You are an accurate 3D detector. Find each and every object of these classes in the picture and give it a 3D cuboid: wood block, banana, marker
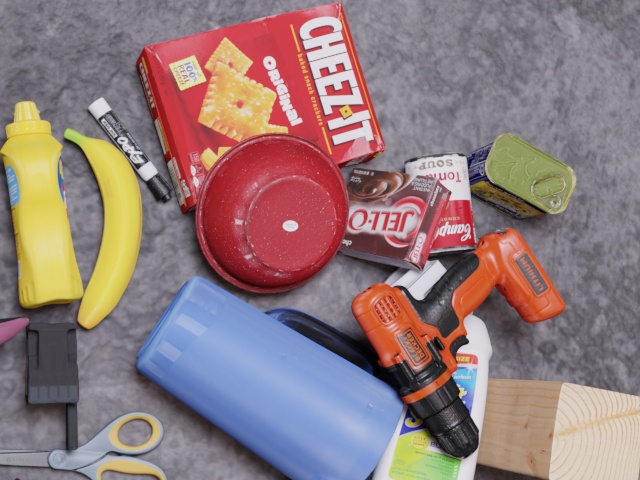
[{"bbox_3d":[0.222,0.188,1.057,0.090,0.206,0.090,12,81,-14],"label":"wood block"},{"bbox_3d":[-0.209,-0.014,1.047,0.069,0.037,0.198,-6,84,1],"label":"banana"},{"bbox_3d":[-0.188,-0.089,1.067,0.020,0.020,0.121,-38,95,-16],"label":"marker"}]

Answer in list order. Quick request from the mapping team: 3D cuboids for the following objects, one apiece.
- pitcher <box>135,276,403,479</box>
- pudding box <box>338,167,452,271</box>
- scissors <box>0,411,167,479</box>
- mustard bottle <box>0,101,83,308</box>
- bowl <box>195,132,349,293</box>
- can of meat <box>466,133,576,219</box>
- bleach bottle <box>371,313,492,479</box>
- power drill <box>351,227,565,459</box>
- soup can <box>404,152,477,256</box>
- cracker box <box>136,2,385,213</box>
[{"bbox_3d":[-0.047,0.134,1.036,0.242,0.149,0.145,34,91,-6],"label":"pitcher"},{"bbox_3d":[0.068,-0.023,1.086,0.039,0.114,0.090,34,73,-44],"label":"pudding box"},{"bbox_3d":[-0.238,0.193,1.026,0.201,0.016,0.096,21,77,-13],"label":"scissors"},{"bbox_3d":[-0.264,-0.035,0.999,0.058,0.096,0.191,-8,86,-16],"label":"mustard bottle"},{"bbox_3d":[-0.036,-0.021,1.028,0.161,0.055,0.162,-5,104,-20],"label":"bowl"},{"bbox_3d":[0.207,-0.065,1.143,0.102,0.084,0.057,27,77,-12],"label":"can of meat"},{"bbox_3d":[0.115,0.163,1.078,0.102,0.068,0.250,11,58,5],"label":"bleach bottle"},{"bbox_3d":[0.144,0.089,1.023,0.187,0.057,0.184,-34,93,-23],"label":"power drill"},{"bbox_3d":[0.126,-0.037,1.126,0.068,0.069,0.102,-4,85,-16],"label":"soup can"},{"bbox_3d":[-0.059,-0.136,1.081,0.213,0.072,0.164,-17,90,-17],"label":"cracker box"}]
